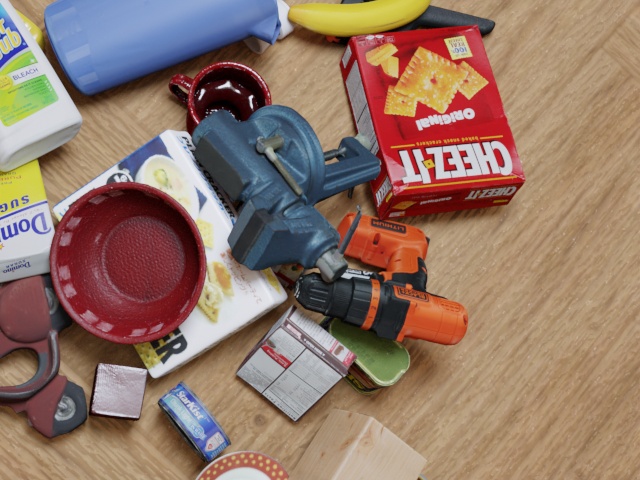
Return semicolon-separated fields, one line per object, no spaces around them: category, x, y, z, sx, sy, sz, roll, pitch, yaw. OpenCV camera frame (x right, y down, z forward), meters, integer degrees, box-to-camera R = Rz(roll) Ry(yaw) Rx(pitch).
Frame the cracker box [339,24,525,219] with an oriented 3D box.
cracker box;0.128;-0.141;1.242;0.164;0.072;0.214;-7;68;-15

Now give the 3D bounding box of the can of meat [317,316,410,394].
can of meat;0.044;0.120;1.177;0.102;0.084;0.057;44;73;-1

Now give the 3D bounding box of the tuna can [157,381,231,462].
tuna can;-0.133;0.191;1.121;0.033;0.086;0.086;-38;88;-16

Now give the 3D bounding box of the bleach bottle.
bleach bottle;-0.353;-0.202;1.106;0.102;0.068;0.251;-31;86;-26

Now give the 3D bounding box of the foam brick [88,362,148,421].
foam brick;-0.212;0.159;1.114;0.051;0.078;0.053;10;76;-12

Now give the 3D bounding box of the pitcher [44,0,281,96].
pitcher;-0.175;-0.261;1.168;0.243;0.145;0.149;-23;39;1

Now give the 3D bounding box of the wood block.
wood block;0.009;0.289;1.120;0.090;0.090;0.206;40;71;-20

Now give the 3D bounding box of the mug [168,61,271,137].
mug;-0.118;-0.149;1.201;0.117;0.082;0.093;26;73;-6

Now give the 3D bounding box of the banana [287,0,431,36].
banana;0.060;-0.273;1.255;0.197;0.037;0.070;-23;63;-18

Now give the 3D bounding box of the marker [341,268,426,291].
marker;0.064;0.047;1.232;0.121;0.020;0.020;11;76;-10

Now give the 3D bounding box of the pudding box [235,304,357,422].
pudding box;-0.027;0.134;1.145;0.090;0.114;0.039;39;44;-3

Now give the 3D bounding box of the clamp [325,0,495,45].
clamp;0.105;-0.284;1.305;0.209;0.036;0.164;-35;89;-17

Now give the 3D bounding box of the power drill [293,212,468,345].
power drill;0.058;0.038;1.153;0.184;0.187;0.057;15;117;-11

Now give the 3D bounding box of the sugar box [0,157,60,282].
sugar box;-0.334;-0.041;1.116;0.093;0.048;0.176;-13;56;-16

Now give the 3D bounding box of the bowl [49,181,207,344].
bowl;-0.186;0.021;1.074;0.162;0.055;0.162;1;94;9

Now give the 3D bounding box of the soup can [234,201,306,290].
soup can;-0.058;0.001;1.189;0.102;0.069;0.068;32;73;-4
